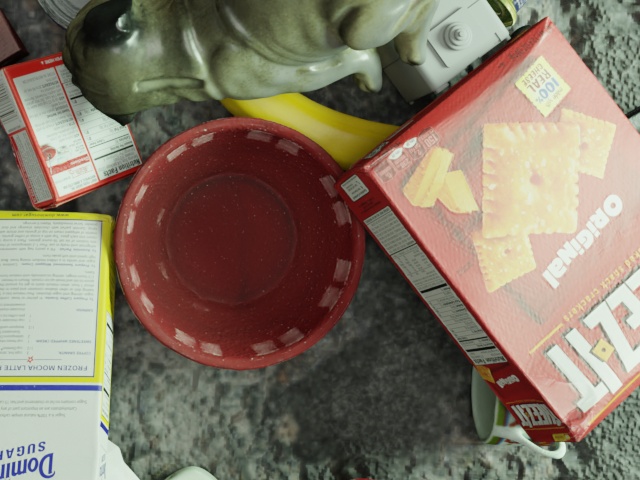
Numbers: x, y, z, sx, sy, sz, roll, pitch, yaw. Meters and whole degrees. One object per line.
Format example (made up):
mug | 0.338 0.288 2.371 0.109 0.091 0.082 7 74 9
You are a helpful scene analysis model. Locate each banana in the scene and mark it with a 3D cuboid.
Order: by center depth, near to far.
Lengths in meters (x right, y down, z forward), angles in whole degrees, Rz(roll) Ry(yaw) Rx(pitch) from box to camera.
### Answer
banana | -0.013 -0.092 0.711 0.197 0.037 0.069 36 89 -11

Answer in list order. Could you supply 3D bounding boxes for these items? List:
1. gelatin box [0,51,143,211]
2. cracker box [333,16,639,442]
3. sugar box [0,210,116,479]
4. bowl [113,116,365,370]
gelatin box | -0.160 -0.072 0.673 0.073 0.030 0.089 -29 102 -44
cracker box | 0.140 -0.006 0.673 0.164 0.072 0.213 -38 91 -16
sugar box | -0.176 0.070 0.657 0.093 0.048 0.176 1 74 -3
bowl | -0.055 0.001 0.700 0.162 0.055 0.162 -1 94 -12
